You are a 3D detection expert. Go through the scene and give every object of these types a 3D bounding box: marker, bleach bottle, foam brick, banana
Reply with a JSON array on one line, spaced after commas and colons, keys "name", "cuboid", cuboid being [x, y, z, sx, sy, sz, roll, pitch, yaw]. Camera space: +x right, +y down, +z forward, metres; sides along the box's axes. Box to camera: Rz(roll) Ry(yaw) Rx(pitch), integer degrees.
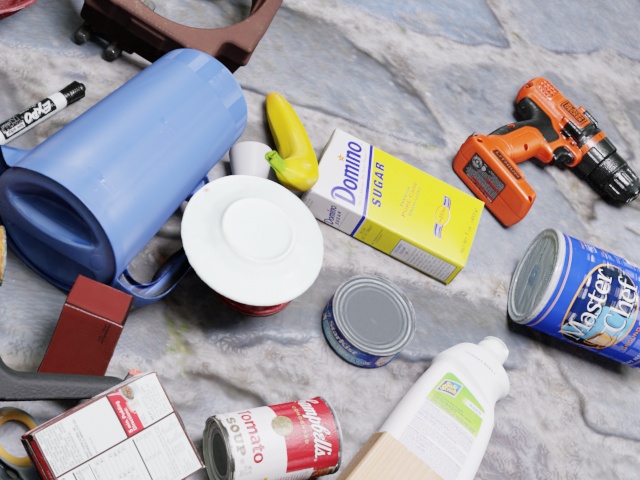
[{"name": "marker", "cuboid": [-0.271, -0.120, 1.016, 0.020, 0.020, 0.120, 44, 53, 7]}, {"name": "bleach bottle", "cuboid": [0.111, 0.180, 0.965, 0.102, 0.068, 0.250, 41, 50, 4]}, {"name": "foam brick", "cuboid": [-0.193, 0.080, 0.879, 0.053, 0.078, 0.051, 23, 23, -10]}, {"name": "banana", "cuboid": [-0.028, -0.092, 1.054, 0.037, 0.069, 0.198, -23, 23, 5]}]

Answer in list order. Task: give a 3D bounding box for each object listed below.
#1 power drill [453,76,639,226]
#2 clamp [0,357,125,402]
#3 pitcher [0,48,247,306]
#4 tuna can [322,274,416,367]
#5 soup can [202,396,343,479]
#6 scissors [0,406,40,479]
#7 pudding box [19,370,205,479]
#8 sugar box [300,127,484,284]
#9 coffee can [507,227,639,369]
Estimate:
[{"name": "power drill", "cuboid": [0.254, -0.087, 1.199, 0.187, 0.057, 0.184, -30, 71, -37]}, {"name": "clamp", "cuboid": [-0.254, 0.116, 0.807, 0.210, 0.036, 0.164, 47, 59, -12]}, {"name": "pitcher", "cuboid": [-0.163, -0.064, 0.967, 0.145, 0.149, 0.242, 16, 44, 25]}, {"name": "tuna can", "cuboid": [0.046, 0.077, 1.018, 0.086, 0.034, 0.086, 11, 56, -17]}, {"name": "soup can", "cuboid": [-0.041, 0.172, 0.900, 0.102, 0.069, 0.068, -6, 62, -25]}, {"name": "scissors", "cuboid": [-0.208, 0.205, 0.840, 0.201, 0.016, 0.096, 32, 52, -2]}, {"name": "pudding box", "cuboid": [-0.157, 0.162, 0.810, 0.113, 0.039, 0.090, -26, 90, -33]}, {"name": "sugar box", "cuboid": [0.074, -0.036, 1.095, 0.176, 0.048, 0.093, 27, 53, -7]}, {"name": "coffee can", "cuboid": [0.277, 0.060, 1.086, 0.140, 0.103, 0.102, 22, 54, -10]}]
